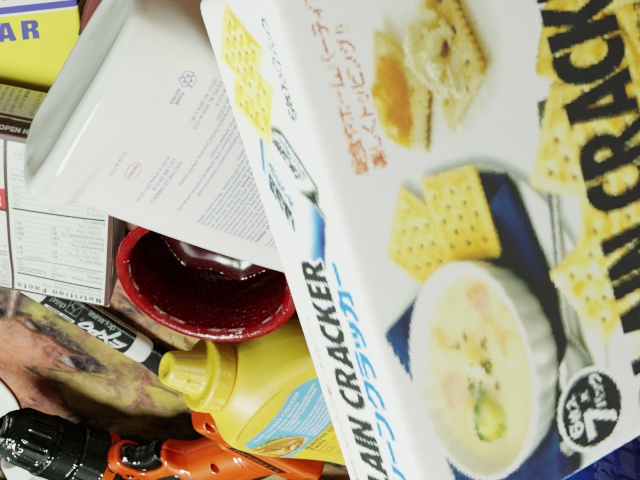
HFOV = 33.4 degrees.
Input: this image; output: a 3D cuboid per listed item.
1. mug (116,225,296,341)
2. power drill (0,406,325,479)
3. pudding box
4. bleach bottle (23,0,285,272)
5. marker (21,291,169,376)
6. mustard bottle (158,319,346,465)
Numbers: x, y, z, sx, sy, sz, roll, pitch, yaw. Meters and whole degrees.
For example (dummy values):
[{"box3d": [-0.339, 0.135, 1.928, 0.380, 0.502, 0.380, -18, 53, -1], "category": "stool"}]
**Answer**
[{"box3d": [-0.054, 0.001, 0.566, 0.093, 0.081, 0.117, 15, 135, -4], "category": "mug"}, {"box3d": [-0.102, 0.138, 0.718, 0.184, 0.057, 0.188, 30, 139, -33], "category": "power drill"}, {"box3d": [-0.142, -0.021, 0.528, 0.090, 0.039, 0.114, 10, 137, -5], "category": "pudding box"}, {"box3d": [0.005, -0.020, 0.478, 0.250, 0.068, 0.103, 24, 117, -28], "category": "bleach bottle"}, {"box3d": [-0.137, 0.055, 0.683, 0.121, 0.020, 0.020, 36, 130, -24], "category": "marker"}, {"box3d": [-0.005, 0.089, 0.622, 0.191, 0.058, 0.096, 15, 131, -32], "category": "mustard bottle"}]
